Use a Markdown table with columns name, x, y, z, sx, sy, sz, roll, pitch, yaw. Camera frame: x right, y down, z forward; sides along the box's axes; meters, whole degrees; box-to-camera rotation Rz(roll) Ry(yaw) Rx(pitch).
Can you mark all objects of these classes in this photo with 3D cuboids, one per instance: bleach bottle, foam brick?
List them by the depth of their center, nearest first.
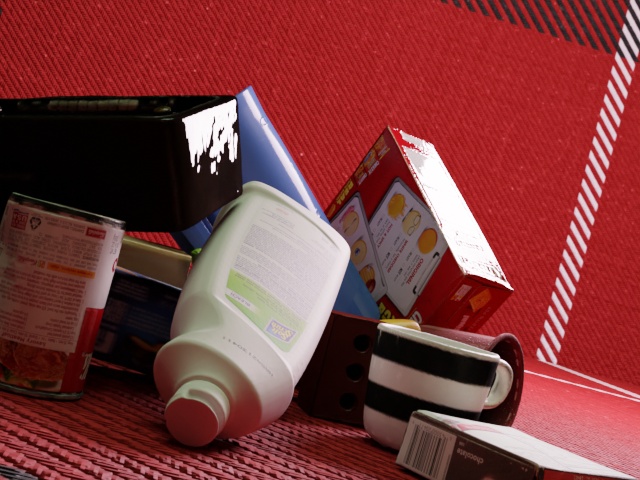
| name | x | y | z | sx | sy | sz | roll | pitch | yaw |
| --- | --- | --- | --- | --- | --- | --- | --- | --- | --- |
| bleach bottle | -0.049 | 0.045 | 0.656 | 0.102 | 0.068 | 0.250 | 33 | 23 | -2 |
| foam brick | 0.020 | 0.094 | 0.795 | 0.053 | 0.078 | 0.051 | 13 | 0 | -14 |

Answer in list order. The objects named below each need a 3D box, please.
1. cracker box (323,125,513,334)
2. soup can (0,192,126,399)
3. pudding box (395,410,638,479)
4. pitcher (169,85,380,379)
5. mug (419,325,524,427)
| name | x | y | z | sx | sy | sz | roll | pitch | yaw |
| --- | --- | --- | --- | --- | --- | --- | --- | --- | --- |
| cracker box | 0.075 | 0.022 | 1.016 | 0.072 | 0.164 | 0.214 | 17 | 35 | -33 |
| soup can | -0.153 | 0.030 | 0.596 | 0.068 | 0.102 | 0.068 | 15 | -1 | 0 |
| pudding box | 0.115 | 0.137 | 0.631 | 0.089 | 0.039 | 0.114 | 16 | 0 | -35 |
| pitcher | -0.056 | 0.001 | 0.921 | 0.243 | 0.149 | 0.145 | 56 | -27 | -8 |
| mug | 0.103 | 0.118 | 0.862 | 0.082 | 0.093 | 0.117 | 9 | 22 | 35 |
